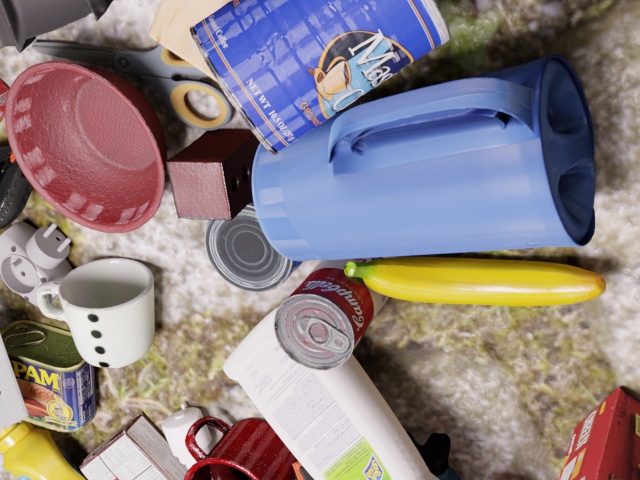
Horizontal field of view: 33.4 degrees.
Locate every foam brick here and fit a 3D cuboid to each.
[{"bbox_3d":[-0.083,-0.055,0.880,0.051,0.078,0.053,2,116,22],"label":"foam brick"}]

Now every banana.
[{"bbox_3d":[0.120,0.034,0.840,0.198,0.069,0.037,2,96,8],"label":"banana"}]

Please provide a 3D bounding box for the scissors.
[{"bbox_3d":[-0.153,-0.135,0.909,0.202,0.016,0.096,-3,114,27],"label":"scissors"}]

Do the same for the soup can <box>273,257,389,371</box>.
[{"bbox_3d":[0.012,0.052,0.874,0.069,0.102,0.068,10,117,19],"label":"soup can"}]

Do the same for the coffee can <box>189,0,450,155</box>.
[{"bbox_3d":[0.000,-0.137,0.705,0.140,0.103,0.103,-33,98,6],"label":"coffee can"}]

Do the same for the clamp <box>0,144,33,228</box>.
[{"bbox_3d":[-0.317,-0.023,0.993,0.172,0.039,0.120,-32,65,32],"label":"clamp"}]

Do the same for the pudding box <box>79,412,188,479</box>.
[{"bbox_3d":[-0.178,0.243,1.084,0.113,0.039,0.090,47,122,-5],"label":"pudding box"}]

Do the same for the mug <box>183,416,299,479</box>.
[{"bbox_3d":[-0.078,0.213,1.001,0.117,0.081,0.093,44,123,-1],"label":"mug"}]

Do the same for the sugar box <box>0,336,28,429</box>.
[{"bbox_3d":[-0.358,0.131,1.061,0.177,0.048,0.093,1,111,53],"label":"sugar box"}]

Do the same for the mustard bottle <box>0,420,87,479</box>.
[{"bbox_3d":[-0.273,0.256,1.111,0.191,0.058,0.096,49,156,-3],"label":"mustard bottle"}]

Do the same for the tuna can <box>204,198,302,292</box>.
[{"bbox_3d":[-0.056,0.001,0.920,0.086,0.033,0.086,10,117,19],"label":"tuna can"}]

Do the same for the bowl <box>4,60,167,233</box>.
[{"bbox_3d":[-0.189,-0.088,0.914,0.162,0.055,0.162,16,128,21],"label":"bowl"}]

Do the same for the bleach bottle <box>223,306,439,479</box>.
[{"bbox_3d":[0.023,0.175,0.896,0.103,0.067,0.251,-49,67,31],"label":"bleach bottle"}]

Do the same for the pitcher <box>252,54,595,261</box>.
[{"bbox_3d":[0.069,-0.053,0.780,0.243,0.144,0.149,-7,113,29],"label":"pitcher"}]

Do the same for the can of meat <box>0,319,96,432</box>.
[{"bbox_3d":[-0.273,0.136,1.065,0.102,0.057,0.084,14,121,18],"label":"can of meat"}]
